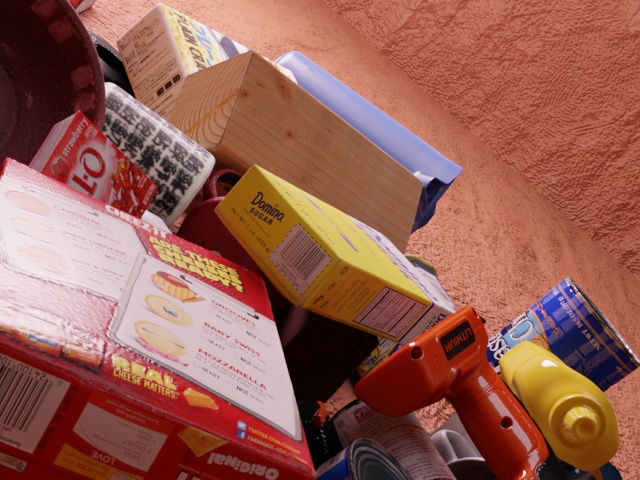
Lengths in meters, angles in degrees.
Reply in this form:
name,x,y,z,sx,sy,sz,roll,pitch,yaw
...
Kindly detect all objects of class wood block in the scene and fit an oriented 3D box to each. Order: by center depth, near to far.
name,x,y,z,sx,sy,sz,roll,pitch,yaw
wood block,-0.021,-0.055,0.884,0.205,0.091,0.090,34,62,-34

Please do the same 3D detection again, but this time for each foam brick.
name,x,y,z,sx,sy,sz,roll,pitch,yaw
foam brick,-0.005,0.072,0.741,0.053,0.078,0.051,37,15,-21

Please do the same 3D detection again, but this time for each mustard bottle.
name,x,y,z,sx,sy,sz,roll,pitch,yaw
mustard bottle,0.188,0.131,0.831,0.096,0.058,0.191,55,3,2

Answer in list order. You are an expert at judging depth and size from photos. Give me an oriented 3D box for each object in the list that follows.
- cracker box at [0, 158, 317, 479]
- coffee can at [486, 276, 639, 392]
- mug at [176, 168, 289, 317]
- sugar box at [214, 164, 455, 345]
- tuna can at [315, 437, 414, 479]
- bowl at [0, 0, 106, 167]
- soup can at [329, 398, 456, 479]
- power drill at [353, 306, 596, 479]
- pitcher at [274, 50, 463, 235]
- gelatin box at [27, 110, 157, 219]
name,x,y,z,sx,sy,sz,roll,pitch,yaw
cracker box,-0.101,0.052,0.518,0.164,0.072,0.214,26,14,-18
coffee can,0.205,0.116,0.980,0.102,0.140,0.103,47,12,-13
mug,-0.055,0.001,0.777,0.081,0.093,0.117,7,63,-56
sugar box,0.016,0.016,0.697,0.093,0.048,0.176,48,14,30
tuna can,0.031,0.152,0.575,0.086,0.034,0.086,47,16,-19
bowl,-0.215,-0.102,0.674,0.161,0.055,0.162,23,58,-45
soup can,0.048,0.154,0.670,0.068,0.068,0.102,27,21,-41
power drill,0.102,0.138,0.609,0.188,0.057,0.184,54,29,8
pitcher,0.028,-0.097,1.211,0.243,0.149,0.144,39,31,3
gelatin box,-0.147,-0.023,0.655,0.073,0.030,0.089,46,44,-28
